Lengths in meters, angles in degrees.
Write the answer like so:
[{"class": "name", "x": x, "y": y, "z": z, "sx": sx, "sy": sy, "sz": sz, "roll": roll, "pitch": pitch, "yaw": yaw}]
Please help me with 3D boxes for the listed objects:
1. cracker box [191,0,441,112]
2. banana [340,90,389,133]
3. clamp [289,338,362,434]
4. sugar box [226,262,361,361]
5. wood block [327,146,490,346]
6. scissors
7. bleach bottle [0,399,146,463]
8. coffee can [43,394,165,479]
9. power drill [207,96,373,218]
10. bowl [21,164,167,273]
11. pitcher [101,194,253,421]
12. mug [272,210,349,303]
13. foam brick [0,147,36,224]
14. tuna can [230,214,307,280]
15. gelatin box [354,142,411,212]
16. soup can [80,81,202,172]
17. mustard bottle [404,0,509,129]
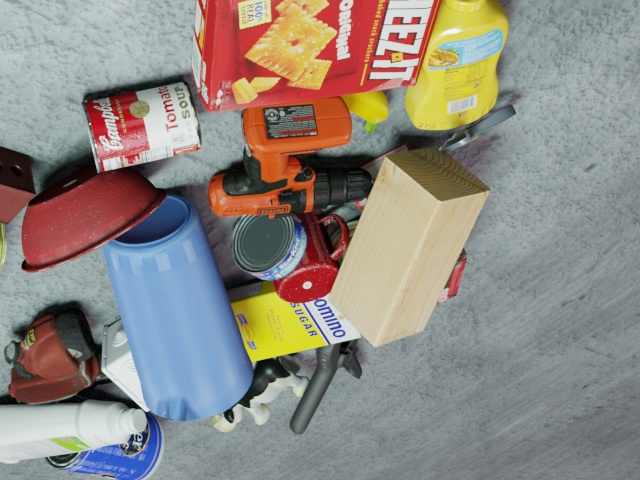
[{"class": "cracker box", "x": -0.003, "y": -0.201, "z": 0.956, "sx": 0.213, "sy": 0.072, "sz": 0.164, "roll": -9, "pitch": 147, "yaw": -17}, {"class": "banana", "x": 0.005, "y": -0.145, "z": 1.075, "sx": 0.197, "sy": 0.037, "sz": 0.070, "roll": 12, "pitch": 135, "yaw": -40}, {"class": "clamp", "x": 0.027, "y": 0.157, "z": 1.496, "sx": 0.164, "sy": 0.036, "sz": 0.210, "roll": -33, "pitch": 144, "yaw": -51}, {"class": "sugar box", "x": -0.044, "y": 0.094, "z": 1.336, "sx": 0.176, "sy": 0.048, "sz": 0.093, "roll": -13, "pitch": 116, "yaw": 11}, {"class": "wood block", "x": 0.096, "y": 0.007, "z": 1.203, "sx": 0.090, "sy": 0.091, "sz": 0.206, "roll": -13, "pitch": 136, "yaw": -41}, {"class": "scissors", "x": 0.166, "y": -0.118, "z": 1.124, "sx": 0.096, "sy": 0.016, "sz": 0.201, "roll": -30, "pitch": 180, "yaw": 7}, {"class": "bleach bottle", "x": -0.326, "y": 0.240, "z": 1.363, "sx": 0.251, "sy": 0.068, "sz": 0.102, "roll": -9, "pitch": 154, "yaw": 27}, {"class": "coffee can", "x": -0.300, "y": 0.275, "z": 1.476, "sx": 0.103, "sy": 0.103, "sz": 0.140, "roll": -35, "pitch": 144, "yaw": 23}, {"class": "power drill", "x": -0.020, "y": -0.080, "z": 1.106, "sx": 0.184, "sy": 0.057, "sz": 0.188, "roll": -7, "pitch": 158, "yaw": -13}, {"class": "bowl", "x": -0.234, "y": -0.033, "z": 1.050, "sx": 0.162, "sy": 0.162, "sz": 0.055, "roll": -24, "pitch": 107, "yaw": 7}, {"class": "pitcher", "x": -0.160, "y": 0.067, "z": 1.188, "sx": 0.144, "sy": 0.149, "sz": 0.243, "roll": -28, "pitch": 130, "yaw": -22}, {"class": "mug", "x": -0.014, "y": 0.015, "z": 1.261, "sx": 0.117, "sy": 0.081, "sz": 0.093, "roll": -33, "pitch": 145, "yaw": 19}, {"class": "foam brick", "x": -0.322, "y": -0.058, "z": 1.019, "sx": 0.078, "sy": 0.053, "sz": 0.051, "roll": 17, "pitch": 133, "yaw": -45}, {"class": "tuna can", "x": -0.058, "y": 0.001, "z": 1.215, "sx": 0.086, "sy": 0.086, "sz": 0.033, "roll": -32, "pitch": 147, "yaw": 18}, {"class": "gelatin box", "x": 0.078, "y": -0.066, "z": 1.237, "sx": 0.089, "sy": 0.030, "sz": 0.073, "roll": -28, "pitch": 146, "yaw": 11}, {"class": "soup can", "x": -0.169, "y": -0.108, "z": 1.011, "sx": 0.102, "sy": 0.068, "sz": 0.068, "roll": -13, "pitch": 147, "yaw": -11}, {"class": "mustard bottle", "x": 0.136, "y": -0.193, "z": 1.054, "sx": 0.096, "sy": 0.058, "sz": 0.192, "roll": -15, "pitch": 148, "yaw": -9}]
